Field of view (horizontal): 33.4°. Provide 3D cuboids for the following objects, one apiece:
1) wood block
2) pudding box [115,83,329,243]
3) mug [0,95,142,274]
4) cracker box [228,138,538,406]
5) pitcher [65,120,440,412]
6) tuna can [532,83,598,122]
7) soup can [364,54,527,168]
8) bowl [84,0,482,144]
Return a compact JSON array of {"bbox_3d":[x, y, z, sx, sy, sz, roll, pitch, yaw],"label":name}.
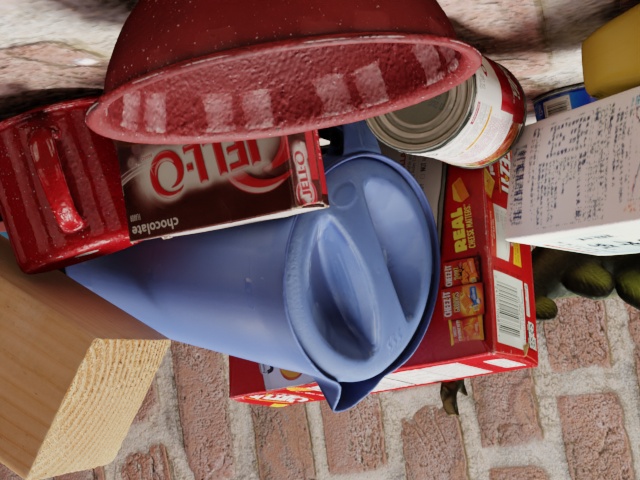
[{"bbox_3d":[-0.208,0.049,0.645,0.206,0.090,0.090,28,-174,20],"label":"wood block"},{"bbox_3d":[-0.055,-0.051,0.559,0.114,0.090,0.039,-11,176,34],"label":"pudding box"},{"bbox_3d":[-0.144,-0.031,0.607,0.093,0.081,0.117,-18,178,-9],"label":"mug"},{"bbox_3d":[0.037,0.019,0.729,0.214,0.164,0.072,-15,157,36],"label":"cracker box"},{"bbox_3d":[-0.054,0.001,0.678,0.243,0.149,0.145,4,141,44],"label":"pitcher"},{"bbox_3d":[0.211,-0.100,0.832,0.086,0.034,0.086,-9,176,-1],"label":"tuna can"},{"bbox_3d":[0.071,-0.078,0.608,0.069,0.068,0.102,-11,175,25],"label":"soup can"},{"bbox_3d":[-0.018,-0.083,0.436,0.162,0.055,0.162,-9,176,-1],"label":"bowl"}]
